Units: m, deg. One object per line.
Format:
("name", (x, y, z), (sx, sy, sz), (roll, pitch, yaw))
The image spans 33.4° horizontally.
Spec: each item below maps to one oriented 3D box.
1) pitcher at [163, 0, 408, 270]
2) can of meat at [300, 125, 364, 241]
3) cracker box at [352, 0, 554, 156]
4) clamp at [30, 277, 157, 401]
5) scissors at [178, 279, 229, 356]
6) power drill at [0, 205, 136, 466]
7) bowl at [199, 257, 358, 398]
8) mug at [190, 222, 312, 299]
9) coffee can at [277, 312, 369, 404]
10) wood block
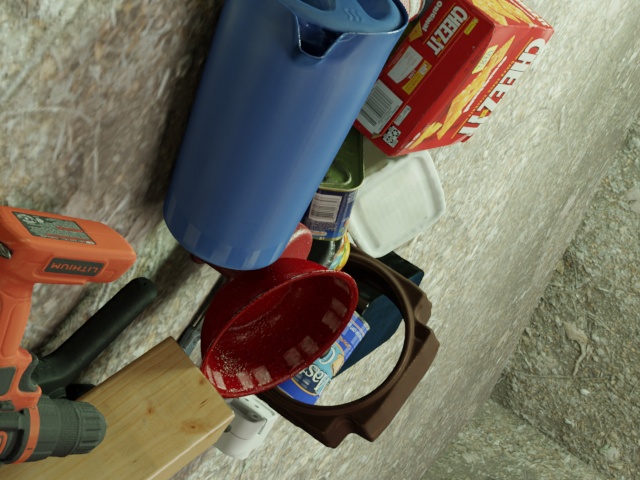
("pitcher", (-0.038, -0.104, 0.839), (0.148, 0.145, 0.243), (-16, 141, -46))
("can of meat", (0.007, -0.062, 1.060), (0.084, 0.057, 0.102), (105, -12, -50))
("cracker box", (0.138, -0.170, 1.082), (0.164, 0.072, 0.213), (-52, 164, 25))
("clamp", (-0.226, 0.127, 0.867), (0.209, 0.036, 0.165), (-35, 159, -42))
("scissors", (-0.143, 0.106, 1.079), (0.202, 0.016, 0.096), (-62, 161, 15))
("power drill", (-0.200, 0.075, 0.743), (0.184, 0.057, 0.188), (11, 110, -49))
("bowl", (-0.048, 0.067, 0.947), (0.162, 0.055, 0.162), (-27, 148, -19))
("mug", (-0.057, 0.001, 1.015), (0.117, 0.081, 0.093), (-22, 141, -60))
("coffee can", (-0.022, 0.133, 1.295), (0.140, 0.103, 0.103), (-53, 162, -11))
("wood block", (-0.184, 0.181, 0.880), (0.205, 0.090, 0.091), (-35, 168, -28))
